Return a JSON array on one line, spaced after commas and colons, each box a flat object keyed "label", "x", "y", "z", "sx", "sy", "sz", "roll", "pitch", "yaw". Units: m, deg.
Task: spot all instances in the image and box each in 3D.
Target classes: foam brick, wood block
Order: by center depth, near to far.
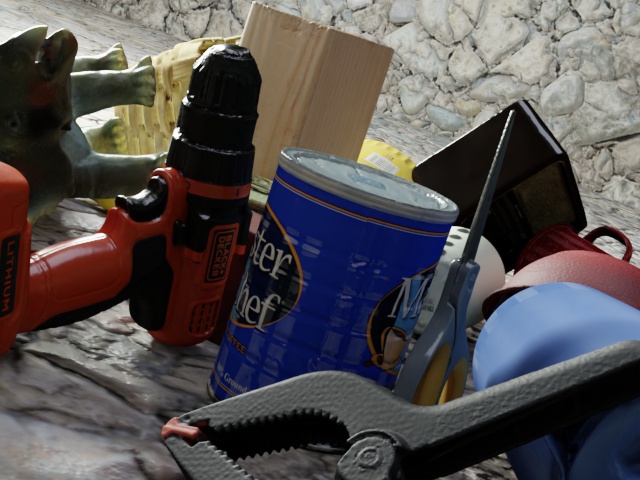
[{"label": "foam brick", "x": -0.054, "y": 0.024, "z": 0.694, "sx": 0.053, "sy": 0.078, "sz": 0.051, "roll": 25, "pitch": 13, "yaw": 20}, {"label": "wood block", "x": -0.029, "y": -0.076, "z": 0.869, "sx": 0.090, "sy": 0.206, "sz": 0.090, "roll": 26, "pitch": 14, "yaw": 32}]

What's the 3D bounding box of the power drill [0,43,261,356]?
[{"label": "power drill", "x": -0.112, "y": -0.016, "z": 0.573, "sx": 0.057, "sy": 0.184, "sz": 0.187, "roll": 27, "pitch": 24, "yaw": 37}]

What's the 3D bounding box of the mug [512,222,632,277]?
[{"label": "mug", "x": 0.260, "y": 0.033, "z": 1.058, "sx": 0.082, "sy": 0.117, "sz": 0.093, "roll": 38, "pitch": -16, "yaw": 45}]

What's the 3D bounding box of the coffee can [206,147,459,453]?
[{"label": "coffee can", "x": 0.006, "y": 0.031, "z": 0.593, "sx": 0.102, "sy": 0.140, "sz": 0.103, "roll": 18, "pitch": 12, "yaw": -4}]

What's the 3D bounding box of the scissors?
[{"label": "scissors", "x": 0.083, "y": 0.033, "z": 0.612, "sx": 0.016, "sy": 0.201, "sz": 0.096, "roll": 18, "pitch": -13, "yaw": 26}]

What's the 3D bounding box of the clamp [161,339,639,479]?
[{"label": "clamp", "x": 0.033, "y": 0.091, "z": 0.434, "sx": 0.210, "sy": 0.036, "sz": 0.164, "roll": 10, "pitch": 49, "yaw": 32}]

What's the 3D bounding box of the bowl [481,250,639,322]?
[{"label": "bowl", "x": 0.208, "y": 0.054, "z": 0.813, "sx": 0.162, "sy": 0.055, "sz": 0.162, "roll": 20, "pitch": -23, "yaw": 9}]
